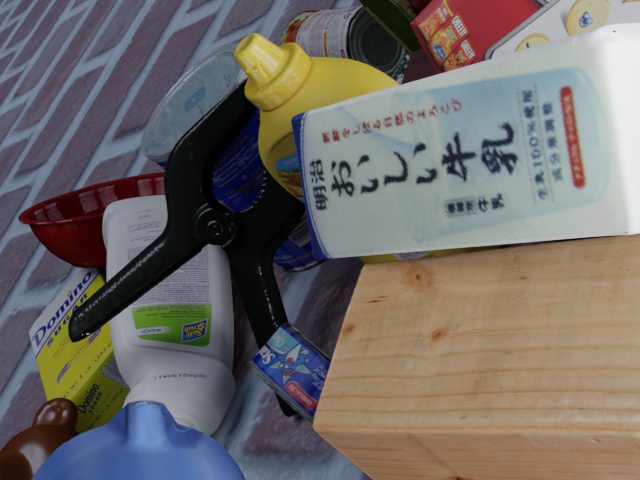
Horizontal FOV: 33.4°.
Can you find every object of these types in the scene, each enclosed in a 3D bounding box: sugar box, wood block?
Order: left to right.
[{"bbox_3d":[-0.195,0.087,0.903,0.093,0.048,0.176,-49,30,0],"label":"sugar box"},{"bbox_3d":[0.111,0.060,0.447,0.207,0.090,0.090,-8,50,39],"label":"wood block"}]

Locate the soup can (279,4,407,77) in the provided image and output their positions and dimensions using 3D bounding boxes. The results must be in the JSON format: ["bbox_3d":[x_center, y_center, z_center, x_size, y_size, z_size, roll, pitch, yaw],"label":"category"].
[{"bbox_3d":[0.021,-0.159,0.878,0.102,0.068,0.068,9,63,56],"label":"soup can"}]

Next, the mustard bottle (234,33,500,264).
[{"bbox_3d":[0.021,-0.051,0.624,0.096,0.191,0.058,-23,38,37],"label":"mustard bottle"}]

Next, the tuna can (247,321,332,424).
[{"bbox_3d":[0.002,0.085,0.601,0.033,0.086,0.086,-49,29,-4],"label":"tuna can"}]

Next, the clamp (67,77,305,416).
[{"bbox_3d":[-0.054,0.001,0.681,0.036,0.164,0.210,-8,-58,-79],"label":"clamp"}]

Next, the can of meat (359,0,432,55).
[{"bbox_3d":[0.086,-0.187,0.791,0.084,0.102,0.058,-55,29,-7],"label":"can of meat"}]

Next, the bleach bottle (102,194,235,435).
[{"bbox_3d":[-0.115,0.063,0.780,0.102,0.068,0.251,-6,38,-2],"label":"bleach bottle"}]

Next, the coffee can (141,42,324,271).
[{"bbox_3d":[-0.043,-0.058,0.772,0.103,0.140,0.103,-34,33,25],"label":"coffee can"}]

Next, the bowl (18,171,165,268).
[{"bbox_3d":[-0.183,-0.015,0.952,0.162,0.055,0.162,-11,14,2],"label":"bowl"}]
